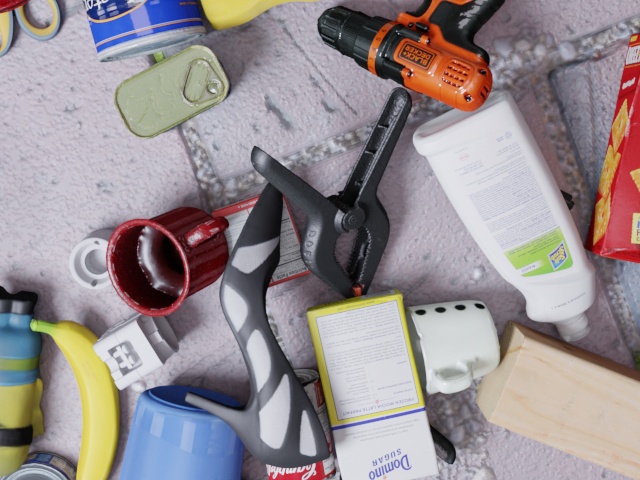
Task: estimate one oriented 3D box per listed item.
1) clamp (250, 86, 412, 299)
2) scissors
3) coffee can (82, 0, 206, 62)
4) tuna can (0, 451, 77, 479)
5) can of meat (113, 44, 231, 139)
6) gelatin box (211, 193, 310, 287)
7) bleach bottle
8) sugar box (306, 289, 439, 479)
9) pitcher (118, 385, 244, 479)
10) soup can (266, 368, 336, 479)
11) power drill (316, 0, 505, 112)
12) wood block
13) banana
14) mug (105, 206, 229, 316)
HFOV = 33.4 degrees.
[{"bbox_3d":[0.012,-0.028,0.984,0.164,0.036,0.210,-18,127,-26],"label":"clamp"},{"bbox_3d":[-0.292,-0.273,1.008,0.096,0.016,0.202,2,97,-8],"label":"scissors"},{"bbox_3d":[-0.171,-0.243,0.972,0.103,0.103,0.140,-15,97,2],"label":"coffee can"},{"bbox_3d":[-0.282,0.258,1.069,0.086,0.034,0.086,0,97,0],"label":"tuna can"},{"bbox_3d":[-0.134,-0.137,0.994,0.102,0.084,0.057,-27,96,3],"label":"can of meat"},{"bbox_3d":[-0.057,0.001,1.039,0.073,0.030,0.089,-19,96,1],"label":"gelatin box"},{"bbox_3d":[0.186,-0.011,1.010,0.103,0.068,0.251,-24,107,13],"label":"bleach bottle"},{"bbox_3d":[0.049,0.142,1.013,0.093,0.048,0.176,-11,94,1],"label":"sugar box"},{"bbox_3d":[-0.133,0.270,1.033,0.145,0.149,0.243,12,94,14],"label":"pitcher"},{"bbox_3d":[-0.025,0.183,1.042,0.068,0.068,0.102,-9,97,1],"label":"soup can"},{"bbox_3d":[0.107,-0.227,0.978,0.185,0.057,0.187,30,91,24],"label":"power drill"},{"bbox_3d":[0.266,0.161,1.026,0.206,0.091,0.090,22,96,-2],"label":"wood block"},{"bbox_3d":[-0.230,0.157,1.047,0.069,0.037,0.198,-20,106,-27],"label":"banana"},{"bbox_3d":[-0.131,0.009,0.996,0.117,0.081,0.093,-36,87,31],"label":"mug"}]
